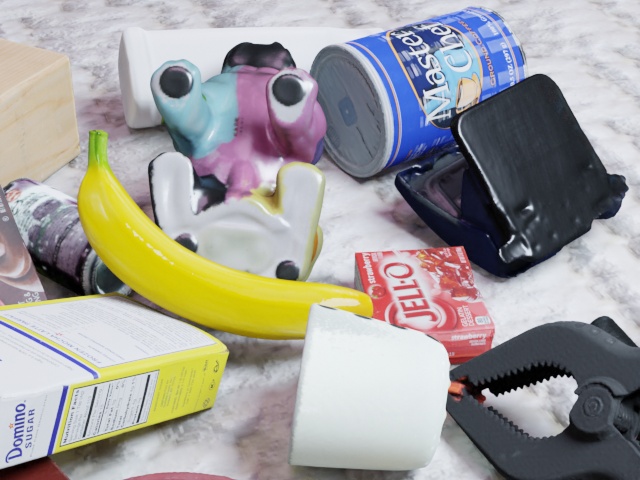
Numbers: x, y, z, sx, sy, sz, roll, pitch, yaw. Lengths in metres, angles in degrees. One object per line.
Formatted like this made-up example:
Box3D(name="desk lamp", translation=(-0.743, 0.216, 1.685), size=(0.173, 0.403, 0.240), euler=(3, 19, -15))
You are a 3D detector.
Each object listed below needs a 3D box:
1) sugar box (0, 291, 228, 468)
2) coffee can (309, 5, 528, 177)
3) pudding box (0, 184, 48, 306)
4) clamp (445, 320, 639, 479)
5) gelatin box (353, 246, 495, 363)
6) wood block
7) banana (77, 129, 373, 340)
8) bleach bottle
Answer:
Box3D(name="sugar box", translation=(-0.136, 0.067, 0.554), size=(0.093, 0.048, 0.175), euler=(21, 15, 28))
Box3D(name="coffee can", translation=(0.076, -0.118, 0.831), size=(0.140, 0.103, 0.103), euler=(-21, 40, -28))
Box3D(name="pudding box", translation=(-0.220, 0.027, 0.643), size=(0.089, 0.039, 0.113), euler=(-17, 62, -24))
Box3D(name="clamp", translation=(0.153, 0.080, 0.539), size=(0.210, 0.036, 0.164), euler=(11, 74, 46))
Box3D(name="gelatin box", translation=(0.063, 0.040, 0.668), size=(0.073, 0.030, 0.089), euler=(-3, 35, -5))
Box3D(name="wood block", translation=(-0.273, -0.062, 0.759), size=(0.091, 0.090, 0.205), euler=(16, 37, 21))
Box3D(name="banana", translation=(-0.067, 0.014, 0.620), size=(0.198, 0.070, 0.037), euler=(32, 7, -3))
Box3D(name="bleach bottle", translation=(-0.036, -0.142, 0.876), size=(0.250, 0.068, 0.103), euler=(-8, -7, -14))
